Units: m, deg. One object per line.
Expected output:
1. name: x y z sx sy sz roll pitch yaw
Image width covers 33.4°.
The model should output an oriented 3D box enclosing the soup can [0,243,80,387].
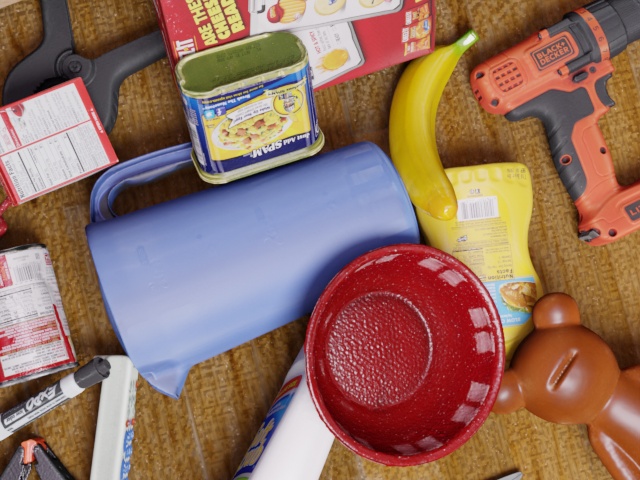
1. soup can: -0.237 0.060 0.846 0.068 0.068 0.102 -16 87 -4

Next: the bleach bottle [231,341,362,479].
1. bleach bottle: -0.024 0.163 0.845 0.068 0.103 0.250 27 77 -7

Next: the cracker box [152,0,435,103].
1. cracker box: -0.019 -0.192 0.818 0.213 0.164 0.072 -19 56 -9

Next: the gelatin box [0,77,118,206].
1. gelatin box: -0.213 -0.076 0.831 0.089 0.030 0.073 -26 96 -22

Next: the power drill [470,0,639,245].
1. power drill: 0.242 -0.104 0.888 0.184 0.057 0.188 -28 85 -1

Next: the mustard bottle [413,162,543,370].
1. mustard bottle: 0.132 0.036 0.870 0.096 0.058 0.191 -6 86 0

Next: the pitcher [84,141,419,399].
1. pitcher: -0.055 0.001 0.834 0.242 0.145 0.149 -21 121 -8

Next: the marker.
1. marker: -0.214 0.124 0.844 0.121 0.020 0.020 -31 88 19

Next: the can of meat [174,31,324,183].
1. can of meat: -0.053 -0.101 0.797 0.102 0.084 0.057 -18 46 -9

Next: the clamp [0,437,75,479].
1. clamp: -0.235 0.247 0.848 0.120 0.039 0.171 -12 81 -8

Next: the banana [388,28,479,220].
1. banana: 0.085 -0.092 0.856 0.037 0.070 0.197 35 50 -33

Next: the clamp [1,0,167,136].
1. clamp: -0.189 -0.139 0.877 0.164 0.036 0.210 20 83 -2

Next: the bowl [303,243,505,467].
1. bowl: 0.055 0.083 0.793 0.161 0.055 0.162 1 88 -21
